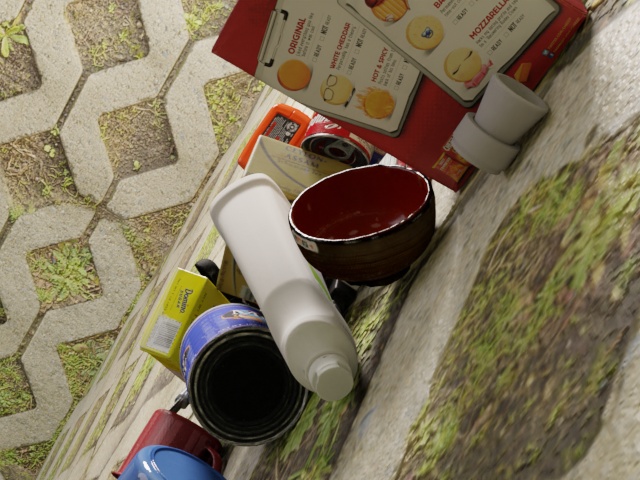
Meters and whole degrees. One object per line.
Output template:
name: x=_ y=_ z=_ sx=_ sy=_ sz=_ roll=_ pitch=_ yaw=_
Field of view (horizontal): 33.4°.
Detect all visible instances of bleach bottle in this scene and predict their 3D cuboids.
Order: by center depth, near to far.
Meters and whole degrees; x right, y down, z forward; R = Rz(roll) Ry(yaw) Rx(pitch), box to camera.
bleach bottle: x=-0.025 y=0.041 z=0.863 sx=0.068 sy=0.102 sz=0.251 roll=-33 pitch=30 yaw=2

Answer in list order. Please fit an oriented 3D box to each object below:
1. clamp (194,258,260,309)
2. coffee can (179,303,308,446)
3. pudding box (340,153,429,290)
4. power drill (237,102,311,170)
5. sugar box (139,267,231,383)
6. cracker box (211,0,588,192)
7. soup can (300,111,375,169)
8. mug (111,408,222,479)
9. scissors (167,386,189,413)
clamp: x=-0.112 y=0.064 z=1.222 sx=0.171 sy=0.039 sz=0.120 roll=-20 pitch=-36 yaw=-58
coffee can: x=-0.072 y=0.116 z=0.955 sx=0.103 sy=0.102 sz=0.140 roll=-61 pitch=11 yaw=-1
pudding box: x=0.051 y=-0.026 z=0.921 sx=0.114 sy=0.039 sz=0.090 roll=-51 pitch=13 yaw=34
power drill: x=-0.061 y=-0.076 z=1.357 sx=0.184 sy=0.057 sz=0.188 roll=-59 pitch=-10 yaw=-18
sugar box: x=-0.124 y=0.107 z=1.140 sx=0.093 sy=0.048 sz=0.176 roll=-65 pitch=-26 yaw=-16
cracker box: x=0.055 y=-0.159 z=0.771 sx=0.164 sy=0.213 sz=0.072 roll=-56 pitch=12 yaw=26
soup can: x=0.028 y=-0.121 z=1.028 sx=0.069 sy=0.068 sz=0.102 roll=-42 pitch=26 yaw=60
mug: x=-0.146 y=0.228 z=1.089 sx=0.117 sy=0.093 sz=0.081 roll=7 pitch=60 yaw=45
scissors: x=-0.153 y=0.188 z=1.221 sx=0.201 sy=0.016 sz=0.096 roll=-54 pitch=-19 yaw=-40
